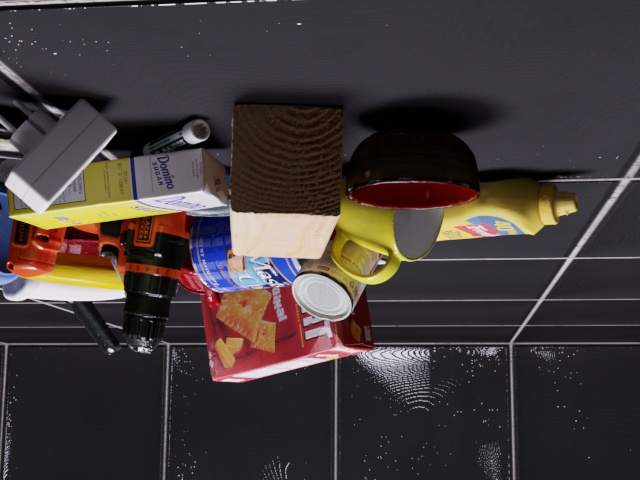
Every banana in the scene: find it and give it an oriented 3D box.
[{"bbox_3d":[-0.270,0.038,1.245,0.197,0.037,0.070,10,165,-40],"label":"banana"}]

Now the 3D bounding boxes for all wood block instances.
[{"bbox_3d":[-0.034,-0.046,0.938,0.090,0.091,0.206,2,170,-4],"label":"wood block"}]

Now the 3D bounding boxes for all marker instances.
[{"bbox_3d":[-0.134,-0.084,0.932,0.020,0.020,0.121,8,167,-35],"label":"marker"}]

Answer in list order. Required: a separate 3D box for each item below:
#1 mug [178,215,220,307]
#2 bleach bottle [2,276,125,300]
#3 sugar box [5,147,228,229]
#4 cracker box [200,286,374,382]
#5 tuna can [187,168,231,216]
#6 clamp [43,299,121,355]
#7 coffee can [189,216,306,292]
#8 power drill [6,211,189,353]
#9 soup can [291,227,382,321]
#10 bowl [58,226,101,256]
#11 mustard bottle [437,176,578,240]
[{"bbox_3d":[-0.139,0.022,1.263,0.093,0.117,0.081,-11,165,-1],"label":"mug"},{"bbox_3d":[-0.285,0.039,1.380,0.068,0.102,0.250,-19,159,40],"label":"bleach bottle"},{"bbox_3d":[-0.177,-0.044,0.949,0.176,0.048,0.093,-5,174,7],"label":"sugar box"},{"bbox_3d":[-0.049,0.075,1.311,0.214,0.164,0.072,-19,163,35],"label":"cracker box"},{"bbox_3d":[-0.116,-0.049,1.082,0.086,0.034,0.086,0,170,0],"label":"tuna can"},{"bbox_3d":[-0.332,0.055,1.401,0.036,0.164,0.209,-25,147,35],"label":"clamp"},{"bbox_3d":[-0.058,0.001,1.166,0.141,0.103,0.102,-6,168,35],"label":"coffee can"},{"bbox_3d":[-0.216,0.009,1.046,0.188,0.184,0.057,6,173,25],"label":"power drill"},{"bbox_3d":[0.021,0.025,1.089,0.068,0.102,0.068,17,137,16],"label":"soup can"},{"bbox_3d":[-0.263,-0.011,1.240,0.162,0.055,0.162,1,170,0],"label":"bowl"},{"bbox_3d":[0.167,-0.032,1.098,0.192,0.058,0.096,-5,164,26],"label":"mustard bottle"}]
